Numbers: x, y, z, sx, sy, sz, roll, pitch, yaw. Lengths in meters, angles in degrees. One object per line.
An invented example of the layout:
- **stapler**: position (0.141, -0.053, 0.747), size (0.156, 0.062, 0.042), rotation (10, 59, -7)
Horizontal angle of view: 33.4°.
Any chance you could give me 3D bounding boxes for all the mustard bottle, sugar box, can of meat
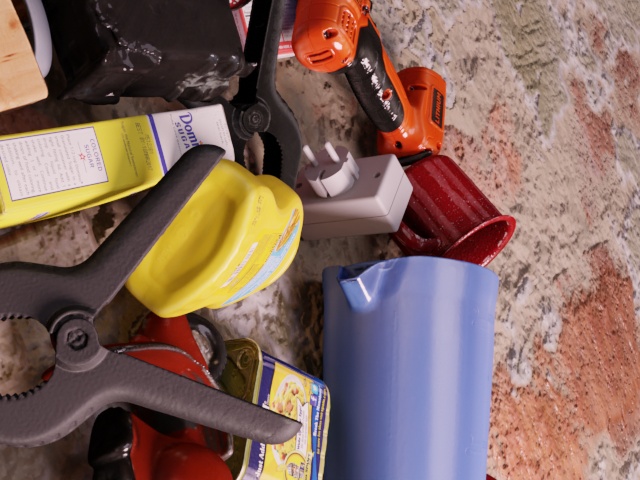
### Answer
- **mustard bottle**: position (-0.055, 0.001, 0.686), size (0.058, 0.096, 0.191), rotation (37, 6, 10)
- **sugar box**: position (-0.139, -0.039, 0.605), size (0.175, 0.094, 0.048), rotation (-15, 91, -51)
- **can of meat**: position (-0.040, 0.126, 0.707), size (0.083, 0.058, 0.102), rotation (32, 56, -44)

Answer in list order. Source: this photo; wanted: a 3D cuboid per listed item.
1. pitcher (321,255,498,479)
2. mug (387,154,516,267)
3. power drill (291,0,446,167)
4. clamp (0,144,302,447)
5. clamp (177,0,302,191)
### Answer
- **pitcher**: position (0.068, 0.140, 0.783), size (0.149, 0.145, 0.243), rotation (6, 75, -9)
- **mug**: position (0.091, -0.015, 0.869), size (0.117, 0.093, 0.081), rotation (-7, 52, -49)
- **power drill**: position (0.042, -0.165, 0.871), size (0.187, 0.057, 0.184), rotation (50, 39, -40)
- **clamp**: position (-0.117, 0.058, 0.551), size (0.209, 0.036, 0.164), rotation (-22, 87, -13)
- **clamp**: position (-0.049, -0.097, 0.746), size (0.120, 0.039, 0.171), rotation (-36, 125, -16)
